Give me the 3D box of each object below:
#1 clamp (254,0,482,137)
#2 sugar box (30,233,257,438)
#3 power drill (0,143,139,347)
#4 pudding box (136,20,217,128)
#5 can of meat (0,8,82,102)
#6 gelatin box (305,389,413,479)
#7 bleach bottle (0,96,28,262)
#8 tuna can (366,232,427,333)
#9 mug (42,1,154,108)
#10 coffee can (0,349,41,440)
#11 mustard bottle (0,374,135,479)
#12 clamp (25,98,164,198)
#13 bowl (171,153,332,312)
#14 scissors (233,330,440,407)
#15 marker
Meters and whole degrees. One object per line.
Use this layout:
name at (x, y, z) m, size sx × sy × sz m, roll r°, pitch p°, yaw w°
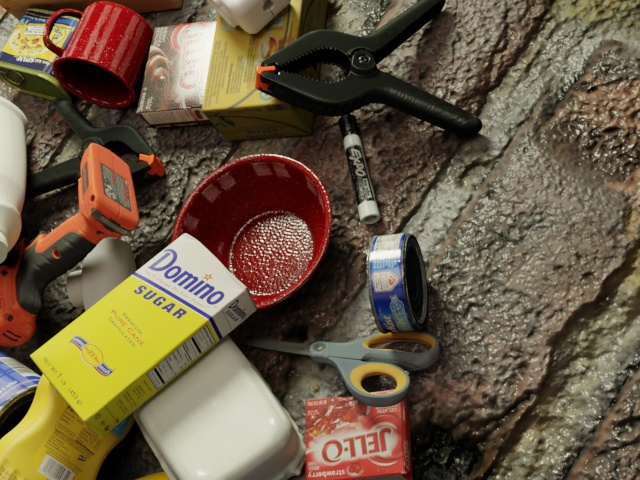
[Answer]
clamp at (0.045, -0.153, 1.005) m, size 0.209 × 0.036 × 0.164 m, roll -12°, pitch 62°, yaw -13°
sugar box at (-0.152, 0.079, 0.925) m, size 0.176 × 0.048 × 0.093 m, roll -42°, pitch 57°, yaw -13°
power drill at (-0.265, -0.008, 1.057) m, size 0.188 × 0.057 × 0.184 m, roll -42°, pitch 41°, yaw 19°
pudding box at (-0.138, -0.176, 1.126) m, size 0.090 × 0.039 × 0.113 m, roll -3°, pitch 66°, yaw 21°
can of meat at (-0.308, -0.210, 1.202) m, size 0.102 × 0.057 × 0.084 m, roll 16°, pitch 71°, yaw 27°
gelatin box at (0.032, 0.169, 0.905) m, size 0.089 × 0.030 × 0.073 m, roll -9°, pitch 64°, yaw 18°
bleach bottle at (-0.335, -0.056, 1.080) m, size 0.103 × 0.068 × 0.251 m, roll -47°, pitch 34°, yaw 10°
tuna can at (0.067, 0.036, 0.919) m, size 0.034 × 0.086 × 0.086 m, roll -7°, pitch 65°, yaw 17°
mug at (-0.239, -0.206, 1.144) m, size 0.093 × 0.117 × 0.081 m, roll -31°, pitch 37°, yaw 61°
coffee can at (-0.325, 0.151, 1.016) m, size 0.140 × 0.102 × 0.103 m, roll 26°, pitch 79°, yaw 29°
mustard bottle at (-0.219, 0.157, 0.970) m, size 0.058 × 0.096 × 0.191 m, roll -12°, pitch 41°, yaw 50°
clamp at (-0.241, -0.099, 1.135) m, size 0.172 × 0.039 × 0.120 m, roll 2°, pitch 73°, yaw 20°
bowl at (-0.057, 0.001, 1.003) m, size 0.162 × 0.055 × 0.162 m, roll -9°, pitch 64°, yaw 18°
scissors at (0.004, 0.110, 0.931) m, size 0.202 × 0.016 × 0.096 m, roll -6°, pitch 34°, yaw 19°
marker at (0.036, -0.071, 1.020) m, size 0.020 × 0.020 × 0.121 m, roll -19°, pitch 61°, yaw 13°
